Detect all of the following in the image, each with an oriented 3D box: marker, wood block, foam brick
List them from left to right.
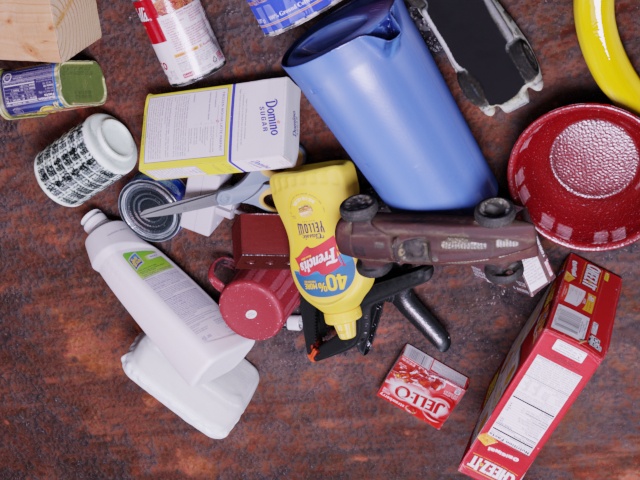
[{"bbox_3d":[-0.361,-0.257,1.181,0.206,0.090,0.090,6,120,18],"label":"wood block"},{"bbox_3d":[-0.080,0.100,1.321,0.121,0.020,0.020,1,118,21],"label":"marker"},{"bbox_3d":[-0.058,0.001,1.209,0.078,0.051,0.053,1,163,-13],"label":"foam brick"}]

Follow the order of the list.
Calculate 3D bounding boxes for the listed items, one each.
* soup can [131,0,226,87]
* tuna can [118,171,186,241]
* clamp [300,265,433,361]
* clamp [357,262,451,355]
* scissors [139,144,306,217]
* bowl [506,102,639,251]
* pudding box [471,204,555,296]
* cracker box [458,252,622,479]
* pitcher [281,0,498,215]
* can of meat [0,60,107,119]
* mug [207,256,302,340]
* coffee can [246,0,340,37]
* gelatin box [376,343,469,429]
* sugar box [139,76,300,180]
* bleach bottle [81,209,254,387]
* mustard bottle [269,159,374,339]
[{"bbox_3d":[-0.149,-0.223,1.134,0.069,0.068,0.102,-12,114,26],"label":"soup can"},{"bbox_3d":[-0.197,-0.042,1.276,0.086,0.033,0.086,9,121,16],"label":"tuna can"},{"bbox_3d":[0.022,0.050,1.212,0.165,0.036,0.210,43,129,17],"label":"clamp"},{"bbox_3d":[0.069,0.063,1.232,0.120,0.039,0.171,-18,103,29],"label":"clamp"},{"bbox_3d":[-0.098,-0.067,1.187,0.201,0.016,0.096,2,114,-10],"label":"scissors"},{"bbox_3d":[0.272,-0.071,1.069,0.162,0.055,0.162,9,121,16],"label":"bowl"},{"bbox_3d":[0.187,0.003,1.117,0.090,0.039,0.114,63,162,-19],"label":"pudding box"},{"bbox_3d":[0.236,0.143,1.139,0.072,0.164,0.214,27,124,7],"label":"cracker box"},{"bbox_3d":[0.072,-0.121,1.076,0.145,0.149,0.242,-25,114,21],"label":"pitcher"},{"bbox_3d":[-0.302,-0.172,1.201,0.084,0.102,0.057,-6,97,20],"label":"can of meat"},{"bbox_3d":[-0.079,0.058,1.259,0.117,0.081,0.093,31,124,2],"label":"mug"},{"bbox_3d":[-0.043,-0.285,1.038,0.103,0.102,0.140,-19,110,28],"label":"coffee can"},{"bbox_3d":[0.123,0.176,1.280,0.089,0.030,0.073,30,124,3],"label":"gelatin box"},{"bbox_3d":[-0.110,-0.120,1.166,0.176,0.048,0.093,-2,75,20],"label":"sugar box"},{"bbox_3d":[-0.196,0.058,1.287,0.251,0.102,0.068,47,121,15],"label":"bleach bottle"},{"bbox_3d":[0.009,0.013,1.147,0.096,0.058,0.191,-6,102,33],"label":"mustard bottle"}]
